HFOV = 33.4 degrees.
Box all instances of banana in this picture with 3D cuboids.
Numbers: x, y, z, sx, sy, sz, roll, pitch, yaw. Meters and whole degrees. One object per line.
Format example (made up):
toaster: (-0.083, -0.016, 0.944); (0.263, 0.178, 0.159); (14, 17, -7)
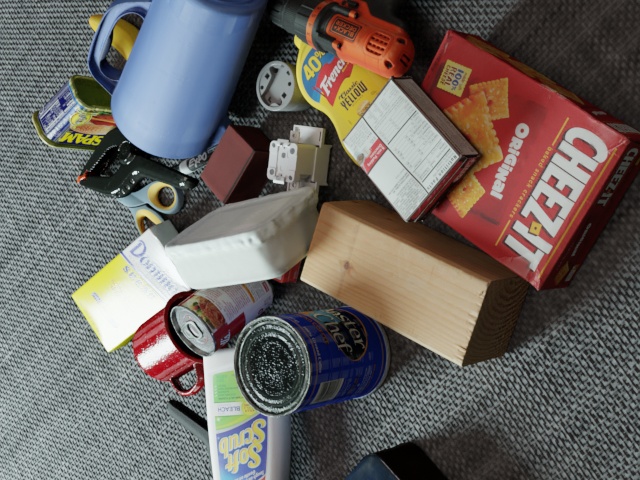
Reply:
banana: (-0.240, -0.231, 1.333); (0.037, 0.069, 0.198); (99, 156, -42)

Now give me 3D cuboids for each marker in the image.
marker: (-0.145, -0.098, 1.297); (0.121, 0.020, 0.020); (-22, 78, 36)

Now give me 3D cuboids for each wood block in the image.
wood block: (0.093, 0.038, 1.073); (0.206, 0.090, 0.091); (27, 109, 34)

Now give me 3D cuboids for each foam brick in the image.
foam brick: (-0.092, -0.087, 1.236); (0.051, 0.052, 0.078); (46, 116, 27)

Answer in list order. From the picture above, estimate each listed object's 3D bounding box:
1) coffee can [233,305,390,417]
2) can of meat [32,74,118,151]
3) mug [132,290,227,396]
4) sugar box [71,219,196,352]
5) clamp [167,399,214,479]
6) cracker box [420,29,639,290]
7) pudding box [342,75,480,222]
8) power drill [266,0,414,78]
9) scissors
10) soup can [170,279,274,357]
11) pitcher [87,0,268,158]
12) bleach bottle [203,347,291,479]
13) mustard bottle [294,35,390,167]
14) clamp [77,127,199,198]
coffee can: (-0.007, 0.124, 1.121); (0.103, 0.140, 0.103); (1, 92, 38)
can of meat: (-0.301, -0.163, 1.366); (0.084, 0.101, 0.057); (-38, 68, 30)
mug: (-0.168, 0.130, 1.279); (0.082, 0.093, 0.117); (-34, 69, 38)
sugar box: (-0.229, 0.059, 1.341); (0.176, 0.048, 0.093); (-38, 85, 35)
clamp: (-0.116, 0.239, 1.271); (0.120, 0.039, 0.171); (-27, 73, 31)
cracker box: (0.177, -0.078, 1.015); (0.214, 0.071, 0.164); (39, 115, 30)
pudding box: (0.084, -0.087, 1.016); (0.113, 0.039, 0.090); (52, 122, 21)
power drill: (0.050, -0.272, 1.085); (0.185, 0.057, 0.188); (31, 93, 30)
scissors: (-0.240, -0.069, 1.375); (0.202, 0.016, 0.096); (45, 115, 28)
soup can: (-0.109, 0.074, 1.203); (0.069, 0.102, 0.068); (30, 141, 28)
pitcher: (-0.151, -0.213, 1.168); (0.145, 0.149, 0.243); (62, 147, 21)
bleach bottle: (-0.072, 0.245, 1.201); (0.103, 0.068, 0.251); (-8, 83, 16)
mustard bottle: (0.029, -0.172, 1.135); (0.096, 0.058, 0.192); (-46, 64, 21)
clamp: (-0.230, -0.120, 1.341); (0.210, 0.036, 0.164); (-16, 69, 38)
